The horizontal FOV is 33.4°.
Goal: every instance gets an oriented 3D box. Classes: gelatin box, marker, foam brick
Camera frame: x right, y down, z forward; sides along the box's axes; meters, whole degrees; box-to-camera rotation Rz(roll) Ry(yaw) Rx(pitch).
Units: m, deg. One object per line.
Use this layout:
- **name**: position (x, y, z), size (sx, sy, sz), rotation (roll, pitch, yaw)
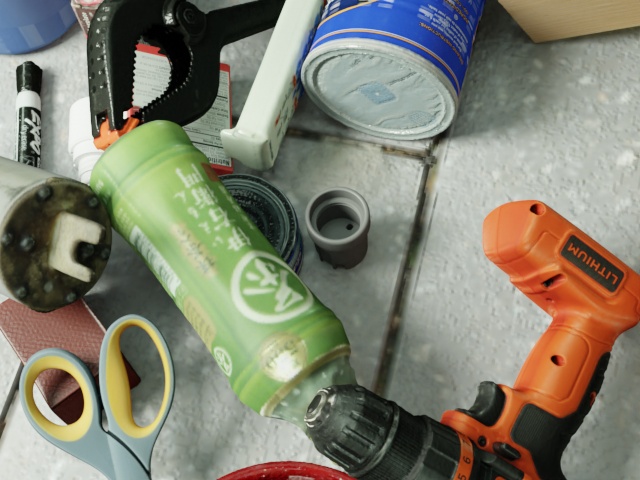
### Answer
- **gelatin box**: position (-0.098, -0.082, 0.712), size (0.073, 0.030, 0.089), rotation (9, 62, -25)
- **marker**: position (-0.203, -0.073, 0.740), size (0.020, 0.020, 0.121), rotation (-8, 64, 2)
- **foam brick**: position (-0.155, 0.066, 0.652), size (0.053, 0.051, 0.078), rotation (-34, 67, -12)

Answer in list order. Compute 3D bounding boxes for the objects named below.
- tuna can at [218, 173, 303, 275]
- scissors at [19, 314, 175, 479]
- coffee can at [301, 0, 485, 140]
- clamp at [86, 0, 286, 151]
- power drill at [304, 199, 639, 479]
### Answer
- **tuna can**: position (-0.054, 0.001, 0.682), size (0.086, 0.034, 0.086), rotation (-2, 65, 4)
- **scissors**: position (-0.121, 0.142, 0.597), size (0.096, 0.016, 0.202), rotation (1, 80, -9)
- **coffee can**: position (0.056, -0.152, 0.706), size (0.103, 0.103, 0.140), rotation (13, 66, 11)
- **clamp**: position (-0.100, -0.149, 0.685), size (0.036, 0.164, 0.209), rotation (-15, 38, 46)
- **power drill**: position (0.096, 0.074, 0.583), size (0.184, 0.057, 0.187), rotation (35, 67, -19)
